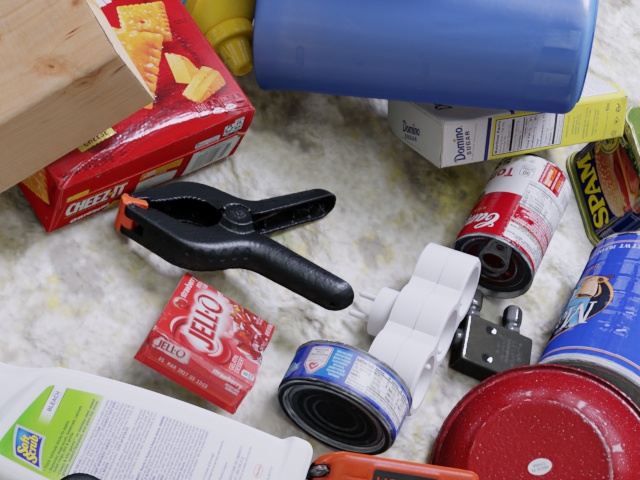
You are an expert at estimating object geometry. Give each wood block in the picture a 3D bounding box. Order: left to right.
[{"bbox_3d":[-0.218,-0.079,0.638,0.206,0.091,0.090,-31,77,-1],"label":"wood block"}]

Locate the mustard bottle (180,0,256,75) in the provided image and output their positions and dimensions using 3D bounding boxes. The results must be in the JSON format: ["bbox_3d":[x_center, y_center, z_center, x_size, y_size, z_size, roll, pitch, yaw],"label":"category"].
[{"bbox_3d":[-0.096,-0.210,0.822,0.058,0.096,0.192,-14,70,-31],"label":"mustard bottle"}]

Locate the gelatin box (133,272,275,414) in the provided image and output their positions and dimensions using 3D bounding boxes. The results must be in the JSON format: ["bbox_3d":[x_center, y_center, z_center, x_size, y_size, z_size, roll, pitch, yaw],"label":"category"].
[{"bbox_3d":[-0.073,0.065,0.697,0.073,0.030,0.089,32,22,-5],"label":"gelatin box"}]

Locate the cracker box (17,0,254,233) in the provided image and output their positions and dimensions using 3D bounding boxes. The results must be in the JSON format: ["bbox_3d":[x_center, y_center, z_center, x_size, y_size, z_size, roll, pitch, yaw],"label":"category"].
[{"bbox_3d":[-0.172,-0.133,0.760,0.163,0.072,0.214,-27,76,-33],"label":"cracker box"}]

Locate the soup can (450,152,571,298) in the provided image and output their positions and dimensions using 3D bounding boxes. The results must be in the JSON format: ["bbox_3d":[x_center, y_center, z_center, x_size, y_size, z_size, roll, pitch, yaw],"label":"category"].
[{"bbox_3d":[0.152,-0.013,0.845,0.068,0.069,0.102,36,54,-3],"label":"soup can"}]

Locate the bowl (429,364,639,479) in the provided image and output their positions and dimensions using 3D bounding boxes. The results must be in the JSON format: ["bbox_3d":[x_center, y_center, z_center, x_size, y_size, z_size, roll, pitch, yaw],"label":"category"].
[{"bbox_3d":[0.146,0.155,0.704,0.162,0.055,0.162,-6,70,15],"label":"bowl"}]

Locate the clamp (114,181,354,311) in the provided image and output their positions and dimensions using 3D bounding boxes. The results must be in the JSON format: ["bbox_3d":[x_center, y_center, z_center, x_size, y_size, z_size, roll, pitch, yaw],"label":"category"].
[{"bbox_3d":[-0.055,0.001,0.748,0.171,0.039,0.120,2,35,-21],"label":"clamp"}]

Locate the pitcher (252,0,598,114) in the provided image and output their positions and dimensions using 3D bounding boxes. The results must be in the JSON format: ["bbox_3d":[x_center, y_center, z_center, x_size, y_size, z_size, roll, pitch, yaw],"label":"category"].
[{"bbox_3d":[0.076,-0.168,0.784,0.243,0.149,0.145,9,101,8],"label":"pitcher"}]

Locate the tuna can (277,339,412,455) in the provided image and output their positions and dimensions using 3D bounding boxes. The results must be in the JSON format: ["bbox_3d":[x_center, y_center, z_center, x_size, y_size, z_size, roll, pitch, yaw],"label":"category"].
[{"bbox_3d":[0.015,0.105,0.706,0.086,0.086,0.033,33,56,-5],"label":"tuna can"}]

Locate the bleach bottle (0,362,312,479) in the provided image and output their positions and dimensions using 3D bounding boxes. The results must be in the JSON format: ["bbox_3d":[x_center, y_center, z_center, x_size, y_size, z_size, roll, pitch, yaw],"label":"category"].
[{"bbox_3d":[-0.137,0.121,0.642,0.250,0.068,0.102,25,56,-8],"label":"bleach bottle"}]

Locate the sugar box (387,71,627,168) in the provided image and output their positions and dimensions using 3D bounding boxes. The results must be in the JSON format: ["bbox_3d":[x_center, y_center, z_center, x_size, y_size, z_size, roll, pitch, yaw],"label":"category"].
[{"bbox_3d":[0.152,-0.106,0.875,0.176,0.048,0.093,-13,31,-19],"label":"sugar box"}]
